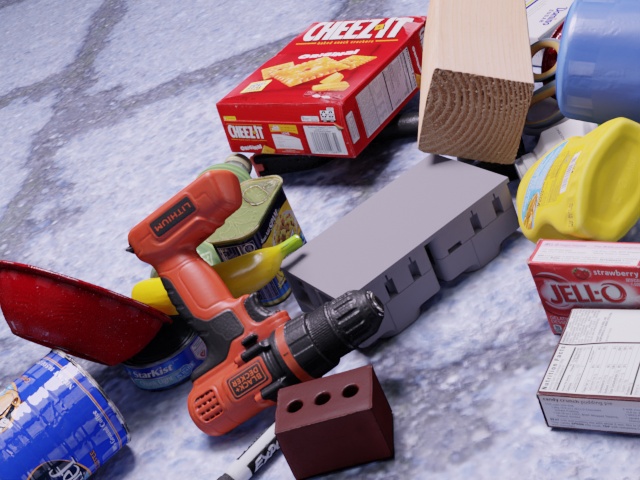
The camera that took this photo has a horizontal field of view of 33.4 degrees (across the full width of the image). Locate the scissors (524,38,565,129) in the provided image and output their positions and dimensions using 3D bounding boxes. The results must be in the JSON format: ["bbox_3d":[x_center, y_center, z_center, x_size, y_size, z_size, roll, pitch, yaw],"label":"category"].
[{"bbox_3d":[0.256,-0.177,0.981,0.202,0.016,0.096,-37,53,34],"label":"scissors"}]

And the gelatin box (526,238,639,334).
[{"bbox_3d":[0.203,0.037,0.780,0.089,0.073,0.030,2,41,38],"label":"gelatin box"}]

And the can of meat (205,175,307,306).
[{"bbox_3d":[-0.057,0.001,1.017,0.058,0.084,0.102,-8,34,26],"label":"can of meat"}]

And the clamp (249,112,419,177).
[{"bbox_3d":[0.019,-0.129,1.214,0.210,0.036,0.164,-21,30,4],"label":"clamp"}]

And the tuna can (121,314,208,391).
[{"bbox_3d":[-0.141,0.098,0.976,0.086,0.033,0.086,-18,31,11],"label":"tuna can"}]

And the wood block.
[{"bbox_3d":[0.145,-0.171,1.017,0.091,0.090,0.206,8,39,0],"label":"wood block"}]

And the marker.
[{"bbox_3d":[-0.046,0.162,0.820,0.020,0.020,0.121,14,47,47],"label":"marker"}]

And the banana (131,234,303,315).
[{"bbox_3d":[-0.107,0.041,0.950,0.198,0.037,0.069,-15,8,31],"label":"banana"}]

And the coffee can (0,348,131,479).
[{"bbox_3d":[-0.240,0.171,0.865,0.140,0.103,0.103,-41,33,-26],"label":"coffee can"}]

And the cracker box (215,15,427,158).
[{"bbox_3d":[0.012,-0.174,1.181,0.164,0.072,0.213,5,37,34],"label":"cracker box"}]

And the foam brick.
[{"bbox_3d":[0.010,0.135,0.790,0.078,0.051,0.053,-18,30,13],"label":"foam brick"}]

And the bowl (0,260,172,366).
[{"bbox_3d":[-0.213,0.069,0.922,0.162,0.161,0.055,6,73,42],"label":"bowl"}]

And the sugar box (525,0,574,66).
[{"bbox_3d":[0.222,-0.250,1.249,0.093,0.048,0.176,-39,36,-23],"label":"sugar box"}]

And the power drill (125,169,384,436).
[{"bbox_3d":[-0.060,0.039,0.857,0.185,0.188,0.057,-34,-16,16],"label":"power drill"}]

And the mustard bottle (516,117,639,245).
[{"bbox_3d":[0.203,-0.039,0.867,0.192,0.058,0.096,164,127,-82],"label":"mustard bottle"}]
